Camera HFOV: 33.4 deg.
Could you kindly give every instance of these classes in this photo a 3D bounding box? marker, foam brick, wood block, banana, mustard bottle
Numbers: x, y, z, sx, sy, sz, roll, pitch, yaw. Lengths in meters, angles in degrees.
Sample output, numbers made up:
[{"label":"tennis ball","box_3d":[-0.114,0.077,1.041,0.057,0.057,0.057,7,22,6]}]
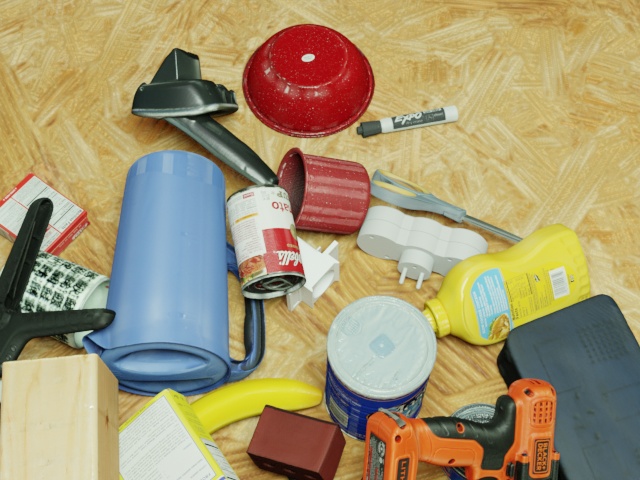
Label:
[{"label":"marker","box_3d":[0.102,-0.140,1.257,0.121,0.020,0.020,-11,63,-6]},{"label":"foam brick","box_3d":[-0.022,0.198,1.026,0.078,0.053,0.051,11,63,20]},{"label":"wood block","box_3d":[-0.233,0.217,0.959,0.090,0.091,0.206,-6,65,1]},{"label":"banana","box_3d":[-0.095,0.183,1.079,0.197,0.037,0.069,-31,89,-13]},{"label":"mustard bottle","box_3d":[0.184,0.057,1.118,0.191,0.096,0.058,-20,23,-10]}]

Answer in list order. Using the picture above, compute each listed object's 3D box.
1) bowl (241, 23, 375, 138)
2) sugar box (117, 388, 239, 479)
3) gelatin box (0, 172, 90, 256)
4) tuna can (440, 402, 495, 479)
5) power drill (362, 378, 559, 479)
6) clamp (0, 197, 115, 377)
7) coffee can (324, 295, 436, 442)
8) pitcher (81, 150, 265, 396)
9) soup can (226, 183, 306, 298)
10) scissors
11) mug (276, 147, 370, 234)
[{"label":"bowl","box_3d":[-0.014,-0.203,1.269,0.162,0.055,0.162,0,63,0]},{"label":"sugar box","box_3d":[-0.126,0.234,0.997,0.093,0.048,0.176,-41,62,4]},{"label":"gelatin box","box_3d":[-0.313,-0.023,1.185,0.089,0.030,0.073,34,65,15]},{"label":"tuna can","box_3d":[0.161,0.207,1.067,0.086,0.034,0.086,0,62,-1]},{"label":"power drill","box_3d":[0.132,0.222,0.986,0.187,0.057,0.184,0,96,-23]},{"label":"clamp","box_3d":[-0.310,0.066,1.054,0.210,0.036,0.165,-34,61,11]},{"label":"coffee can","box_3d":[0.056,0.129,1.047,0.103,0.140,0.103,0,62,-1]},{"label":"pitcher","box_3d":[-0.146,0.034,1.112,0.145,0.149,0.243,-11,58,17]},{"label":"soup can","box_3d":[-0.057,0.001,1.102,0.068,0.068,0.102,-10,69,-6]},{"label":"scissors","box_3d":[0.134,-0.031,1.161,0.202,0.016,0.096,29,21,26]},{"label":"mug","box_3d":[-0.002,-0.053,1.172,0.081,0.117,0.093,7,102,-24]}]
